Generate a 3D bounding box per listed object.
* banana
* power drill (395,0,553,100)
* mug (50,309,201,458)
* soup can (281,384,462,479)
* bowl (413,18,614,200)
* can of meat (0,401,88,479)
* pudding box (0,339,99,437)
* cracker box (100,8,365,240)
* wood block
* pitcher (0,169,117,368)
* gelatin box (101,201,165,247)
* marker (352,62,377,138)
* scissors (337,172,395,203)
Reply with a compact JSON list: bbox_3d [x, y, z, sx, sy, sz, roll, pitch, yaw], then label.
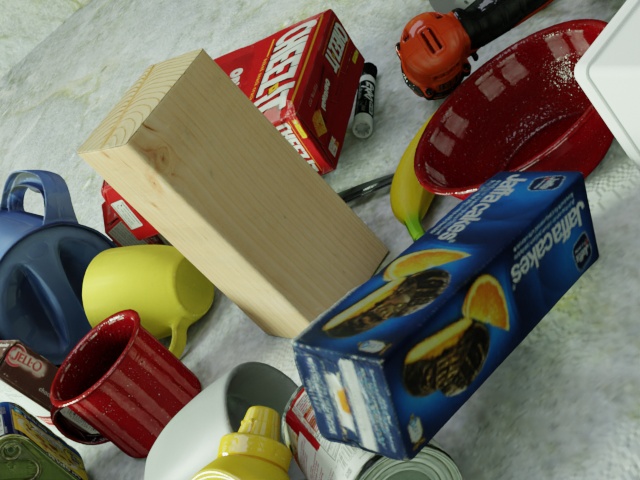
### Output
[{"bbox_3d":[0.109,-0.079,0.806,0.070,0.037,0.197,28,74,36],"label":"banana"},{"bbox_3d":[0.145,-0.175,0.828,0.188,0.057,0.184,-34,-2,6],"label":"power drill"},{"bbox_3d":[-0.156,0.121,0.828,0.117,0.081,0.093,-37,26,14],"label":"mug"},{"bbox_3d":[0.026,0.118,0.578,0.068,0.068,0.102,-45,25,-3],"label":"soup can"},{"bbox_3d":[0.143,-0.074,0.716,0.162,0.055,0.162,-34,28,20],"label":"bowl"},{"bbox_3d":[-0.223,0.177,0.818,0.057,0.102,0.084,-46,23,-4],"label":"can of meat"},{"bbox_3d":[-0.241,0.127,0.907,0.090,0.113,0.039,-7,47,52],"label":"pudding box"},{"bbox_3d":[-0.078,-0.104,0.950,0.214,0.072,0.164,-18,36,28],"label":"cracker box"},{"bbox_3d":[-0.060,-0.027,0.769,0.090,0.206,0.090,0,49,56],"label":"wood block"},{"bbox_3d":[-0.289,0.021,1.037,0.149,0.145,0.243,-51,32,-15],"label":"pitcher"},{"bbox_3d":[-0.171,-0.003,1.034,0.030,0.089,0.073,-41,25,6],"label":"gelatin box"},{"bbox_3d":[0.043,-0.135,1.005,0.020,0.020,0.121,-31,27,25],"label":"marker"},{"bbox_3d":[-0.020,-0.012,0.908,0.202,0.016,0.096,-7,40,54],"label":"scissors"}]
